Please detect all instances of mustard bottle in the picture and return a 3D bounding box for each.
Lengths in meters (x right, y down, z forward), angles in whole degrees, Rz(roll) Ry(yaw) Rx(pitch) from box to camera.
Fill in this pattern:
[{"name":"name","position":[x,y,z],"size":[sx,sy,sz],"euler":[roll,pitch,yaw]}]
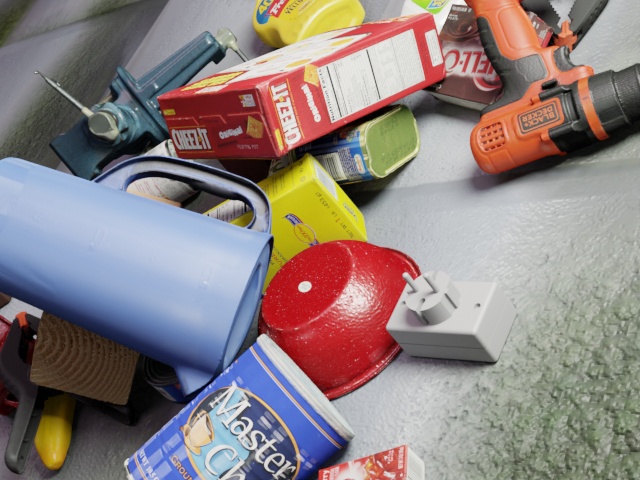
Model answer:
[{"name":"mustard bottle","position":[-0.030,-0.270,1.279],"size":[0.096,0.058,0.192],"euler":[-43,34,-6]}]

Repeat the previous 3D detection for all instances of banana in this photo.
[{"name":"banana","position":[-0.241,0.134,1.047],"size":[0.070,0.037,0.197],"euler":[-10,45,37]}]

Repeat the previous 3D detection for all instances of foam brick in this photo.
[{"name":"foam brick","position":[-0.067,-0.091,1.097],"size":[0.051,0.078,0.053],"euler":[-11,44,34]}]

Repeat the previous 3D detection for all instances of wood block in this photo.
[{"name":"wood block","position":[-0.200,0.045,1.013],"size":[0.206,0.090,0.090],"euler":[-85,12,-54]}]

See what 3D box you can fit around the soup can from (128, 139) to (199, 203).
[{"name":"soup can","position":[-0.191,-0.059,1.188],"size":[0.102,0.068,0.068],"euler":[-32,35,12]}]

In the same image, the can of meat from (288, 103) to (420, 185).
[{"name":"can of meat","position":[0.033,-0.087,0.991],"size":[0.084,0.057,0.101],"euler":[-7,19,36]}]

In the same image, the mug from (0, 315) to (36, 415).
[{"name":"mug","position":[-0.322,0.131,1.093],"size":[0.117,0.093,0.081],"euler":[28,75,27]}]

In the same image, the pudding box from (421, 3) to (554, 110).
[{"name":"pudding box","position":[0.150,-0.167,0.985],"size":[0.114,0.039,0.090],"euler":[24,89,55]}]

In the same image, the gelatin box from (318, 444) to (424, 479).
[{"name":"gelatin box","position":[0.033,0.190,0.726],"size":[0.073,0.030,0.089],"euler":[-23,38,25]}]

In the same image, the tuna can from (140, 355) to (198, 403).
[{"name":"tuna can","position":[-0.119,0.104,0.966],"size":[0.086,0.033,0.086],"euler":[-26,37,21]}]

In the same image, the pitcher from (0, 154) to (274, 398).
[{"name":"pitcher","position":[-0.164,0.010,0.884],"size":[0.149,0.243,0.145],"euler":[-63,-7,-60]}]

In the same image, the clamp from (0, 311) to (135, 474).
[{"name":"clamp","position":[-0.262,0.139,0.998],"size":[0.120,0.039,0.172],"euler":[-26,48,-25]}]

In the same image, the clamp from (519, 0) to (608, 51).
[{"name":"clamp","position":[0.217,-0.267,1.016],"size":[0.165,0.036,0.210],"euler":[3,61,15]}]

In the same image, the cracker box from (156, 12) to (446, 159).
[{"name":"cracker box","position":[-0.015,-0.139,0.981],"size":[0.213,0.072,0.164],"euler":[-29,20,-33]}]

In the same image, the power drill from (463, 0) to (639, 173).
[{"name":"power drill","position":[0.196,-0.164,0.880],"size":[0.185,0.057,0.187],"euler":[-20,67,25]}]

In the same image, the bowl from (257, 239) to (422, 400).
[{"name":"bowl","position":[0.003,0.053,0.887],"size":[0.162,0.055,0.162],"euler":[-26,36,21]}]

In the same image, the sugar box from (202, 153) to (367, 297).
[{"name":"sugar box","position":[-0.056,0.001,0.969],"size":[0.176,0.093,0.048],"euler":[-31,36,16]}]

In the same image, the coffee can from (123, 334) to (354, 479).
[{"name":"coffee can","position":[-0.059,0.154,0.791],"size":[0.140,0.102,0.103],"euler":[-42,34,-3]}]
